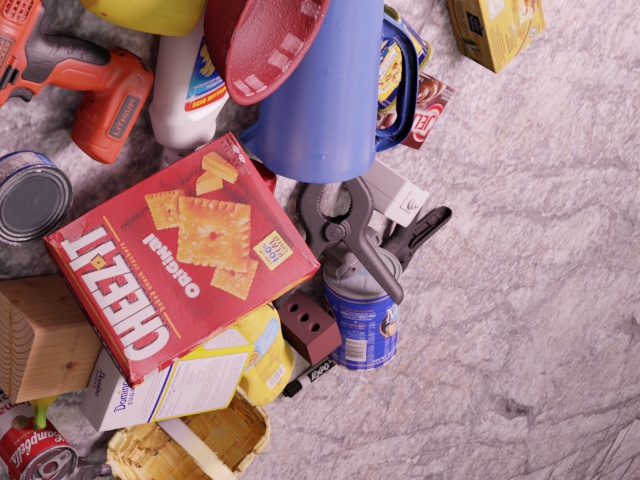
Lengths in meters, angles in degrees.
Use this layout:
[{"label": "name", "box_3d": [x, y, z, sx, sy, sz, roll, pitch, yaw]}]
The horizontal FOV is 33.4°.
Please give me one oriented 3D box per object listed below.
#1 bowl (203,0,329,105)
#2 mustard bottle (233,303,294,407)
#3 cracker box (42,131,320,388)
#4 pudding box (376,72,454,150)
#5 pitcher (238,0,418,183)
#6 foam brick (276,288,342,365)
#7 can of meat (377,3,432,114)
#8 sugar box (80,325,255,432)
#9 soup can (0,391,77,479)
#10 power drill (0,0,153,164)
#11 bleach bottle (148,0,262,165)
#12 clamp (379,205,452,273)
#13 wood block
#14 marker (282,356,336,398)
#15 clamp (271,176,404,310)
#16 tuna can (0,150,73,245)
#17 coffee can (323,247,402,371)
[{"label": "bowl", "box_3d": [-0.054, -0.203, 0.942, 0.162, 0.055, 0.162, -50, 162, -24]}, {"label": "mustard bottle", "box_3d": [-0.088, 0.129, 1.343, 0.096, 0.058, 0.191, -49, 148, -25]}, {"label": "cracker box", "box_3d": [-0.134, 0.017, 1.034, 0.213, 0.164, 0.072, -31, 173, -15]}, {"label": "pudding box", "box_3d": [0.106, -0.165, 1.313, 0.113, 0.039, 0.090, 11, 113, -52]}, {"label": "pitcher", "box_3d": [0.013, -0.191, 1.102, 0.149, 0.145, 0.243, -35, 141, -44]}, {"label": "foam brick", "box_3d": [-0.018, 0.114, 1.395, 0.053, 0.078, 0.051, -38, 145, -19]}, {"label": "can of meat", "box_3d": [0.068, -0.208, 1.216, 0.102, 0.058, 0.083, -54, 144, 2]}, {"label": "sugar box", "box_3d": [-0.160, 0.143, 1.128, 0.175, 0.048, 0.093, 1, 122, -45]}, {"label": "soup can", "box_3d": [-0.311, 0.213, 1.126, 0.068, 0.102, 0.068, -30, 140, -28]}, {"label": "power drill", "box_3d": [-0.246, -0.124, 0.925, 0.187, 0.057, 0.184, 16, 106, -54]}, {"label": "bleach bottle", "box_3d": [-0.109, -0.184, 1.030, 0.102, 0.068, 0.251, -21, 139, -44]}, {"label": "clamp", "box_3d": [0.109, 0.005, 1.475, 0.171, 0.039, 0.120, -52, 145, 1]}, {"label": "wood block", "box_3d": [-0.238, 0.091, 1.110, 0.205, 0.090, 0.091, -7, 127, -46]}, {"label": "marker", "box_3d": [-0.006, 0.188, 1.531, 0.121, 0.020, 0.020, -33, 142, -24]}, {"label": "clamp", "box_3d": [0.028, -0.009, 1.302, 0.164, 0.036, 0.210, 4, 106, -4]}, {"label": "tuna can", "box_3d": [-0.276, -0.040, 0.994, 0.086, 0.034, 0.086, -30, 140, -29]}, {"label": "coffee can", "box_3d": [0.055, 0.091, 1.430, 0.102, 0.103, 0.140, -29, 137, -30]}]
